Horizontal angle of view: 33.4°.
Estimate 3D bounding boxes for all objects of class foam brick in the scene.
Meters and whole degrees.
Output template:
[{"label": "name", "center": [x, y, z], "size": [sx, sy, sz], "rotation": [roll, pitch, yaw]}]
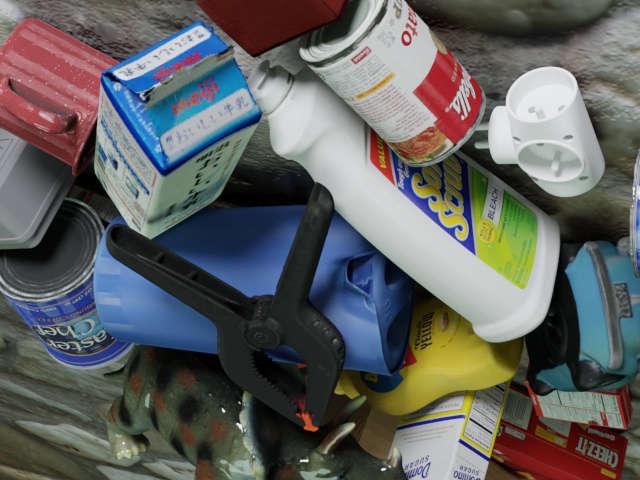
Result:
[{"label": "foam brick", "center": [-0.023, -0.150, 0.615], "size": [0.078, 0.053, 0.051], "rotation": [-14, 138, 45]}]

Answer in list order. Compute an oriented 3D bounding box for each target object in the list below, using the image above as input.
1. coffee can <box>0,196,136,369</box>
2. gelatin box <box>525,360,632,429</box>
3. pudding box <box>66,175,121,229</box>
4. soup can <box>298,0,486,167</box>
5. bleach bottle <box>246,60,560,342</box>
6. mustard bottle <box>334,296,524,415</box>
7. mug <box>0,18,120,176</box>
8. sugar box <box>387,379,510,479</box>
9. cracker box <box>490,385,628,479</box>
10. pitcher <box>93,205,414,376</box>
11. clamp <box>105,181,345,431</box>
[{"label": "coffee can", "center": [-0.220, 0.040, 0.944], "size": [0.103, 0.102, 0.140], "rotation": [12, 152, 14]}, {"label": "gelatin box", "center": [0.242, 0.142, 0.995], "size": [0.089, 0.030, 0.073], "rotation": [5, 148, 26]}, {"label": "pudding box", "center": [-0.198, -0.010, 0.994], "size": [0.090, 0.039, 0.114], "rotation": [21, 152, 0]}, {"label": "soup can", "center": [0.044, -0.101, 0.643], "size": [0.069, 0.068, 0.102], "rotation": [-10, 140, 44]}, {"label": "bleach bottle", "center": [0.052, -0.033, 0.721], "size": [0.250, 0.102, 0.068], "rotation": [33, 146, -23]}, {"label": "mustard bottle", "center": [0.081, 0.097, 0.908], "size": [0.058, 0.096, 0.192], "rotation": [32, 138, -32]}, {"label": "mug", "center": [-0.190, -0.102, 0.753], "size": [0.081, 0.117, 0.093], "rotation": [28, 110, -6]}, {"label": "sugar box", "center": [0.114, 0.145, 0.923], "size": [0.048, 0.176, 0.094], "rotation": [32, 150, -23]}, {"label": "cracker box", "center": [0.196, 0.230, 1.137], "size": [0.164, 0.072, 0.214], "rotation": [25, 153, -8]}, {"label": "pitcher", "center": [-0.047, 0.036, 0.854], "size": [0.243, 0.145, 0.149], "rotation": [2, 126, 17]}, {"label": "clamp", "center": [-0.049, 0.054, 0.751], "size": [0.165, 0.036, 0.210], "rotation": [-4, 127, 17]}]
